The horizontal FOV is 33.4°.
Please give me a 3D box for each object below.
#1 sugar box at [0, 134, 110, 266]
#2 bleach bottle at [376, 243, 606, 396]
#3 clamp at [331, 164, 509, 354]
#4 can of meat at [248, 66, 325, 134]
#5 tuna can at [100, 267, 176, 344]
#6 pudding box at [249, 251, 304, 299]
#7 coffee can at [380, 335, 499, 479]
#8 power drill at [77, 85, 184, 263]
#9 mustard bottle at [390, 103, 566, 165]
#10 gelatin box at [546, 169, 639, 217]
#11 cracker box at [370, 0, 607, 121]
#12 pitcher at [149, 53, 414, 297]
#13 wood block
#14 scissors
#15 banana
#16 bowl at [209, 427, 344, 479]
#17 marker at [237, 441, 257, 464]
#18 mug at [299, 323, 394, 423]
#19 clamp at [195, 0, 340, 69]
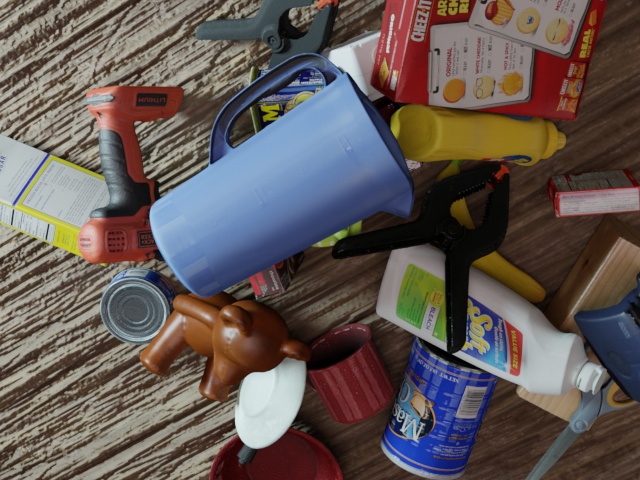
[{"bbox_3d":[-0.297,-0.046,1.177,0.176,0.093,0.048,21,135,1],"label":"sugar box"},{"bbox_3d":[0.183,0.086,1.128,0.251,0.067,0.103,26,113,28],"label":"bleach bottle"},{"bbox_3d":[0.137,0.005,1.106,0.209,0.036,0.164,-40,81,-21],"label":"clamp"},{"bbox_3d":[-0.024,-0.132,1.105,0.084,0.057,0.102,-2,136,8],"label":"can of meat"},{"bbox_3d":[-0.211,0.077,1.239,0.086,0.033,0.086,2,108,5],"label":"tuna can"},{"bbox_3d":[-0.058,0.002,1.158,0.039,0.113,0.090,-16,105,14],"label":"pudding box"},{"bbox_3d":[0.136,0.182,1.201,0.103,0.102,0.140,17,108,0],"label":"coffee can"},{"bbox_3d":[-0.180,-0.070,1.143,0.057,0.184,0.188,-2,93,41],"label":"power drill"},{"bbox_3d":[0.174,-0.107,1.099,0.191,0.096,0.058,0,95,-28],"label":"mustard bottle"},{"bbox_3d":[0.288,-0.049,1.127,0.089,0.073,0.030,-5,107,7],"label":"gelatin box"},{"bbox_3d":[0.169,-0.212,1.046,0.213,0.072,0.164,3,110,-24],"label":"cracker box"},{"bbox_3d":[-0.043,-0.056,1.028,0.243,0.149,0.145,-30,134,9],"label":"pitcher"},{"bbox_3d":[0.301,0.089,1.161,0.090,0.090,0.206,27,109,-3],"label":"wood block"},{"bbox_3d":[0.269,0.176,1.134,0.202,0.016,0.096,-39,100,14],"label":"scissors"},{"bbox_3d":[0.175,-0.002,1.173,0.070,0.037,0.198,-28,103,14],"label":"banana"},{"bbox_3d":[-0.049,0.282,1.277,0.162,0.055,0.162,2,108,5],"label":"bowl"},{"bbox_3d":[-0.059,0.204,1.217,0.020,0.020,0.121,31,95,-4],"label":"marker"},{"bbox_3d":[0.024,0.155,1.219,0.117,0.093,0.081,-11,114,41],"label":"mug"},{"bbox_3d":[-0.041,-0.202,1.111,0.172,0.039,0.120,-19,116,37],"label":"clamp"}]
